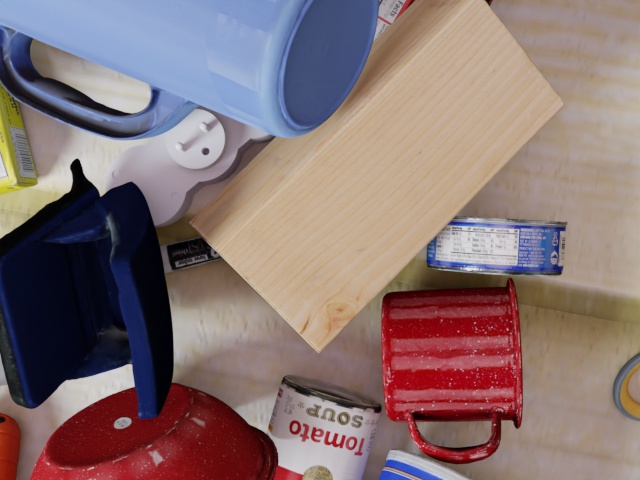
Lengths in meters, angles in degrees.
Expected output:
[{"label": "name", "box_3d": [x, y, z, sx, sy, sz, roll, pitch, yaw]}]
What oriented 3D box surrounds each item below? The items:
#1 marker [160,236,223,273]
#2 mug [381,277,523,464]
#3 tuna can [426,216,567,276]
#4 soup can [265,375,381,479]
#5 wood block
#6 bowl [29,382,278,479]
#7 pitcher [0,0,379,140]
[{"label": "marker", "box_3d": [-0.055, 0.001, 0.698, 0.121, 0.020, 0.020, -13, 89, 1]}, {"label": "mug", "box_3d": [0.080, 0.081, 0.655, 0.081, 0.093, 0.117, -2, 59, 6]}, {"label": "tuna can", "box_3d": [0.108, 0.003, 0.662, 0.086, 0.086, 0.034, 3, 92, 1]}, {"label": "soup can", "box_3d": [-0.006, 0.143, 0.673, 0.068, 0.068, 0.102, 16, 89, 1]}, {"label": "wood block", "box_3d": [0.031, -0.045, 0.642, 0.206, 0.090, 0.090, -45, 110, -4]}, {"label": "bowl", "box_3d": [-0.109, 0.130, 0.624, 0.162, 0.162, 0.055, -18, 108, 1]}, {"label": "pitcher", "box_3d": [-0.095, -0.141, 0.609, 0.243, 0.149, 0.145, 28, 66, 24]}]
